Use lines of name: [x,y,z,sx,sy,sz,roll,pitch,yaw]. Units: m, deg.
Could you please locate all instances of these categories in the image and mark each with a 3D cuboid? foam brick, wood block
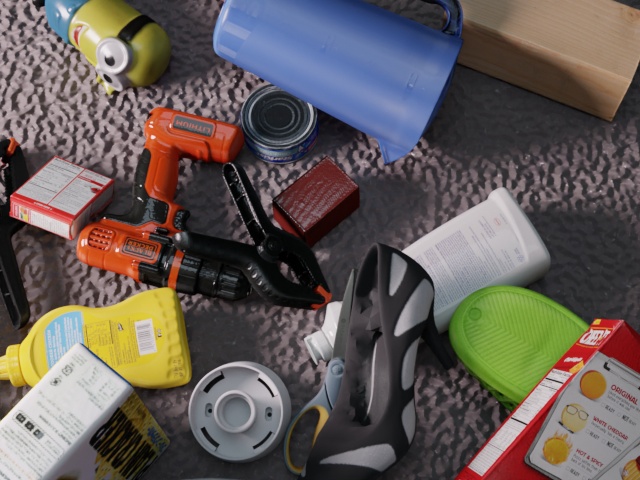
foam brick: [-0.004,-0.039,1.105,0.078,0.053,0.051,-40,71,-15]
wood block: [0.242,-0.221,1.159,0.206,0.090,0.090,23,69,10]

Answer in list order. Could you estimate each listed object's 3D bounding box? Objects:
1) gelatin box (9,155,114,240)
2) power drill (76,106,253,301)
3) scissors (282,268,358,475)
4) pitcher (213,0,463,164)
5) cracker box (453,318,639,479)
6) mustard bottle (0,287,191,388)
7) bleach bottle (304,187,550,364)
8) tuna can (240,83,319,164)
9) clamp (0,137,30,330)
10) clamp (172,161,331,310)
gelatin box: [-0.266,-0.044,1.107,0.073,0.030,0.089,21,38,9]
power drill: [-0.139,-0.037,1.105,0.184,0.057,0.187,15,67,1]
scissors: [0.031,0.137,1.014,0.096,0.016,0.202,26,91,0]
pitcher: [0.022,-0.204,1.108,0.243,0.145,0.149,25,51,0]
cracker box: [0.240,0.200,0.937,0.164,0.072,0.213,44,83,-5]
mustard bottle: [-0.227,0.109,1.043,0.191,0.058,0.096,-10,77,-3]
bleach bottle: [0.097,0.047,1.062,0.250,0.068,0.102,-27,68,-7]
tuna can: [-0.044,-0.128,1.155,0.086,0.034,0.086,-1,67,1]
clamp: [-0.355,-0.024,1.082,0.164,0.036,0.210,23,51,-27]
clamp: [-0.057,0.001,1.064,0.171,0.039,0.120,35,58,-20]
